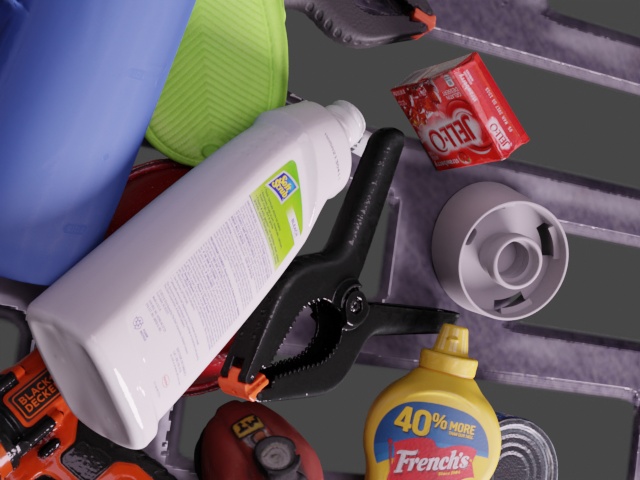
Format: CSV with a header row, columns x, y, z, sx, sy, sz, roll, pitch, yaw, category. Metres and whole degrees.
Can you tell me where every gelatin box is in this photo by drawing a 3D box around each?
x,y,z,sx,sy,sz,roll,pitch,yaw,category
0.097,-0.089,0.760,0.030,0.089,0.073,-38,104,-21,gelatin box

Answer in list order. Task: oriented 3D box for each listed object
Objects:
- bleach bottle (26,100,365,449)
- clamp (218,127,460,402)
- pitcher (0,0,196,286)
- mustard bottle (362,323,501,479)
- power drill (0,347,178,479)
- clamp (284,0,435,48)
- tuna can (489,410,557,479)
x,y,z,sx,sy,sz,roll,pitch,yaw,category
-0.054,0.001,0.634,0.250,0.068,0.102,-45,138,-33,bleach bottle
0.018,0.046,0.716,0.209,0.036,0.164,-46,123,-31,clamp
-0.146,-0.105,0.575,0.144,0.149,0.243,20,104,-25,pitcher
0.075,0.153,0.750,0.096,0.058,0.191,12,88,4,mustard bottle
-0.142,0.160,0.613,0.187,0.057,0.184,50,54,-3,power drill
0.005,-0.196,0.749,0.171,0.039,0.120,15,88,-20,clamp
0.135,0.173,0.803,0.086,0.034,0.086,1,89,-24,tuna can
